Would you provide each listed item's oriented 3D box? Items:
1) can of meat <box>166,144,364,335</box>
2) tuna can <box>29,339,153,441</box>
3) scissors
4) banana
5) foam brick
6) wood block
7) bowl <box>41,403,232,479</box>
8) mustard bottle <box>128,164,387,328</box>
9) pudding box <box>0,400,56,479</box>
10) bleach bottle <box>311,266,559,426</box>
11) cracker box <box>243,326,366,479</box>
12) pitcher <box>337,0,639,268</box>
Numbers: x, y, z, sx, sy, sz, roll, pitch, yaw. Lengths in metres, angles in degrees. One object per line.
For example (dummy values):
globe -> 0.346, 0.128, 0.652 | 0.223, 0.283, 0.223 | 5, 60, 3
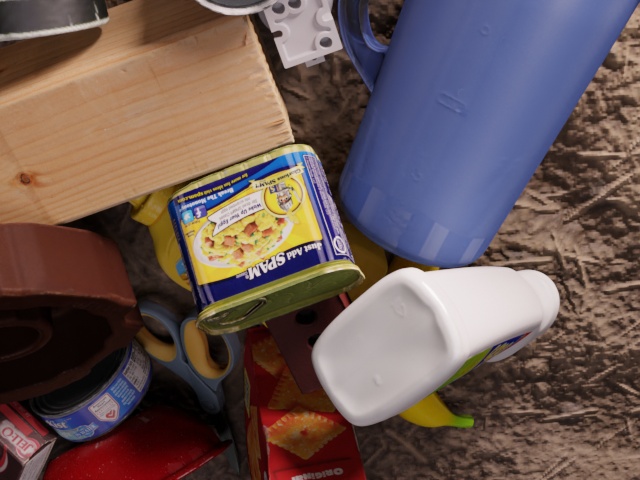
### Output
can of meat -> -0.035, 0.000, 0.643 | 0.102, 0.084, 0.057 | -20, 163, 7
tuna can -> -0.163, 0.101, 0.762 | 0.086, 0.086, 0.033 | -29, 123, 10
scissors -> -0.100, 0.110, 0.813 | 0.096, 0.016, 0.202 | 21, 140, 11
banana -> 0.071, 0.076, 0.812 | 0.069, 0.037, 0.198 | -23, 125, -15
foam brick -> -0.004, 0.052, 0.703 | 0.053, 0.051, 0.078 | -22, 123, 6
wood block -> -0.131, -0.081, 0.651 | 0.206, 0.090, 0.091 | -19, 124, 4
bowl -> -0.148, 0.166, 0.789 | 0.162, 0.162, 0.055 | -29, 86, 10
mustard bottle -> -0.055, 0.001, 0.730 | 0.191, 0.058, 0.096 | 29, 119, -23
pudding box -> -0.245, 0.150, 0.771 | 0.090, 0.039, 0.114 | 41, 134, 11
bleach bottle -> 0.102, 0.053, 0.706 | 0.103, 0.068, 0.250 | -41, 163, 30
cracker box -> -0.012, 0.186, 0.761 | 0.072, 0.214, 0.164 | -4, 122, -6
pitcher -> 0.091, -0.111, 0.651 | 0.144, 0.149, 0.243 | 4, 126, -30
